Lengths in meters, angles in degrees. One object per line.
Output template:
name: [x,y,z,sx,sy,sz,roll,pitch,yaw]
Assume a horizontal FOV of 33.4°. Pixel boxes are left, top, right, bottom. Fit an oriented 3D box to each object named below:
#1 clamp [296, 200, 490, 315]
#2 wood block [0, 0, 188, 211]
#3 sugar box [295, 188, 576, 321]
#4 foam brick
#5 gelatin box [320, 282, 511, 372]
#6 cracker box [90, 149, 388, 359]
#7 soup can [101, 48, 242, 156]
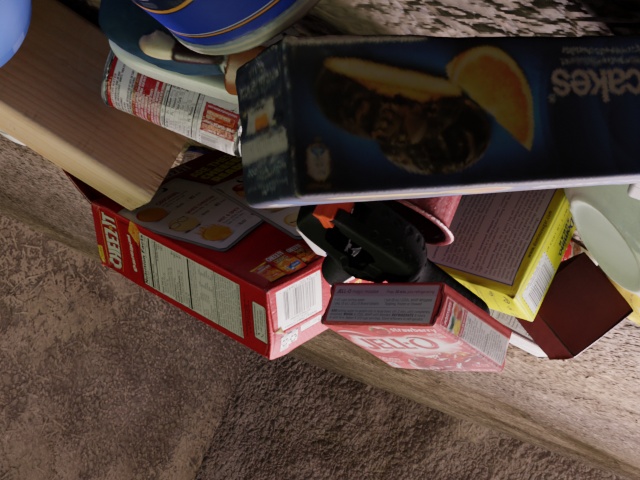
clamp: [0.026,0.006,0.649,0.120,0.039,0.171,9,157,33]
wood block: [-0.198,-0.117,0.792,0.206,0.090,0.090,33,167,-14]
sugar box: [0.079,-0.015,0.732,0.176,0.093,0.048,17,159,35]
foam brick: [0.169,0.047,0.736,0.051,0.053,0.078,52,175,5]
gelatin box: [0.056,0.052,0.636,0.089,0.030,0.073,-3,152,44]
cracker box: [-0.056,0.001,0.872,0.214,0.163,0.072,24,127,38]
soup can: [-0.088,-0.105,0.727,0.102,0.068,0.068,22,170,6]
